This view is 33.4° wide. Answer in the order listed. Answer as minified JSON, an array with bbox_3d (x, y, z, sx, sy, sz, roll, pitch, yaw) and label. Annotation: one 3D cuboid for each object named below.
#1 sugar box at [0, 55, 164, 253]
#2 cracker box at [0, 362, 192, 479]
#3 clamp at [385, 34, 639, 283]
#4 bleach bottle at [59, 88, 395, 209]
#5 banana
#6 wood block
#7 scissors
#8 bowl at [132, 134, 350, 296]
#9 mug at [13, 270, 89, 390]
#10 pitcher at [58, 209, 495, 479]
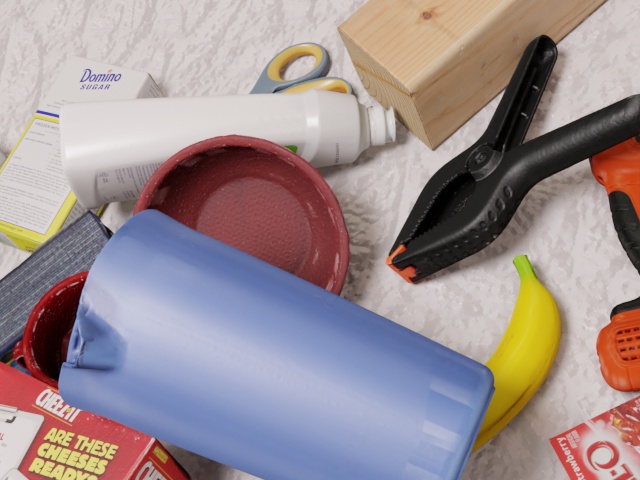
[{"bbox_3d":[-0.215,-0.072,0.919,0.093,0.048,0.176,17,66,27],"label":"sugar box"},{"bbox_3d":[-0.210,0.202,0.689,0.164,0.072,0.213,18,62,33],"label":"cracker box"},{"bbox_3d":[0.130,-0.048,0.747,0.210,0.036,0.165,-49,26,3],"label":"clamp"},{"bbox_3d":[-0.068,-0.076,0.830,0.250,0.102,0.068,-5,74,-2],"label":"bleach bottle"},{"bbox_3d":[0.102,0.101,0.712,0.197,0.037,0.070,-48,44,-9],"label":"banana"},{"bbox_3d":[0.126,-0.182,0.823,0.206,0.090,0.091,-40,58,-4],"label":"wood block"},{"bbox_3d":[-0.071,-0.117,0.896,0.202,0.016,0.096,-8,56,10],"label":"scissors"},{"bbox_3d":[-0.055,0.001,0.786,0.162,0.055,0.162,2,100,9],"label":"bowl"},{"bbox_3d":[-0.170,0.083,0.795,0.117,0.081,0.093,-12,59,14],"label":"mug"},{"bbox_3d":[-0.021,0.081,0.655,0.243,0.145,0.149,22,58,12],"label":"pitcher"}]
